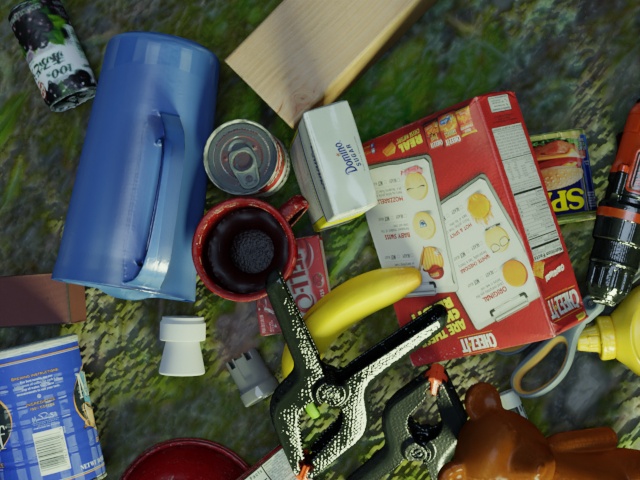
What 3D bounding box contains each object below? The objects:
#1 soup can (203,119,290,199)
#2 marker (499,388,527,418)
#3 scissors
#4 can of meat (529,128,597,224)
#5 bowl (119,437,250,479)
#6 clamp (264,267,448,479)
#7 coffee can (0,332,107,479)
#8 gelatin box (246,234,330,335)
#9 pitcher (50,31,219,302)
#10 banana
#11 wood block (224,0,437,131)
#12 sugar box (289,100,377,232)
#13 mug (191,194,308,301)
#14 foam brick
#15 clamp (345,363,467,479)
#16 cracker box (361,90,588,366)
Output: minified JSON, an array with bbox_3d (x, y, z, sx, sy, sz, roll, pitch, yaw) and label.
[{"bbox_3d":[-0.067,-0.074,1.003,0.068,0.102,0.068,0,90,5],"label":"soup can"},{"bbox_3d":[0.200,0.201,1.018,0.020,0.020,0.121,-22,88,5],"label":"marker"},{"bbox_3d":[0.234,0.055,0.993,0.096,0.016,0.202,38,93,38],"label":"scissors"},{"bbox_3d":[0.205,-0.055,1.000,0.102,0.057,0.084,-9,87,6],"label":"can of meat"},{"bbox_3d":[-0.132,0.276,1.033,0.162,0.055,0.162,0,90,6],"label":"bowl"},{"bbox_3d":[0.001,0.123,0.962,0.164,0.036,0.210,20,113,-11],"label":"clamp"},{"bbox_3d":[-0.270,0.168,1.023,0.103,0.103,0.140,-13,89,5],"label":"coffee can"},{"bbox_3d":[-0.028,0.043,1.035,0.073,0.030,0.089,-9,89,5],"label":"gelatin box"},{"bbox_3d":[-0.160,-0.065,0.989,0.149,0.144,0.243,6,84,23],"label":"pitcher"},{"bbox_3d":[0.015,0.084,0.996,0.069,0.037,0.198,25,122,-16],"label":"banana"},{"bbox_3d":[0.020,-0.205,1.002,0.206,0.090,0.091,-45,86,4],"label":"wood block"},{"bbox_3d":[0.009,-0.062,0.957,0.048,0.176,0.093,-17,89,-9],"label":"sugar box"},{"bbox_3d":[-0.056,0.001,0.982,0.093,0.081,0.117,44,92,6],"label":"mug"},{"bbox_3d":[-0.276,0.058,1.048,0.078,0.053,0.051,-4,89,6],"label":"foam brick"},{"bbox_3d":[0.101,0.196,0.995,0.120,0.039,0.172,18,120,-4],"label":"clamp"},{"bbox_3d":[0.129,-0.008,0.962,0.164,0.071,0.214,-19,88,45],"label":"cracker box"}]
